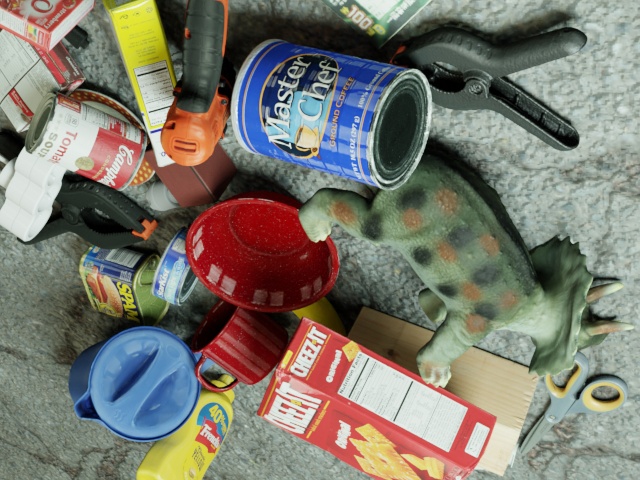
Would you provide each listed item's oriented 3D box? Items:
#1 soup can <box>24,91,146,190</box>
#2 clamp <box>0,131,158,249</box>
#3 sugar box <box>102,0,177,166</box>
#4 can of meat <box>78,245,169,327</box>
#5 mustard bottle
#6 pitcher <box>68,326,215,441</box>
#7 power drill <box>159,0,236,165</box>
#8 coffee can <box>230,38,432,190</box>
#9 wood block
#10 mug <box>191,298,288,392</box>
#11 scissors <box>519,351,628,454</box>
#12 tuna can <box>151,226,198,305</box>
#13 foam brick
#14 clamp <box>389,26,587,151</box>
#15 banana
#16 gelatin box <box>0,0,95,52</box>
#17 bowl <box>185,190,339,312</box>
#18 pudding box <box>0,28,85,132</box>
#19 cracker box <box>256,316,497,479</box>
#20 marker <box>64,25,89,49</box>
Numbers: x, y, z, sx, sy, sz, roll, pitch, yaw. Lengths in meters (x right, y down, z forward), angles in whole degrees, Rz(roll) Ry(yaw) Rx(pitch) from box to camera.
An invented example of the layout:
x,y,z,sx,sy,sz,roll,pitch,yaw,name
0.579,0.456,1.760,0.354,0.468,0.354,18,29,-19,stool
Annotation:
x,y,z,sx,sy,sz,roll,pitch,yaw,name
-0.234,-0.100,1.068,0.102,0.068,0.069,23,147,-29,soup can
-0.289,-0.032,1.257,0.210,0.036,0.165,21,137,13,clamp
-0.160,-0.166,0.994,0.048,0.093,0.176,-19,134,-4,sugar box
-0.239,0.053,1.303,0.084,0.057,0.102,16,139,20,can of meat
-0.159,0.246,1.349,0.058,0.191,0.096,5,135,27,mustard bottle
-0.235,0.175,1.344,0.149,0.145,0.243,25,166,-18,pitcher
-0.092,-0.178,0.910,0.057,0.184,0.188,8,120,-2,power drill
0.009,-0.109,0.909,0.140,0.102,0.103,18,140,29,coffee can
0.122,0.163,1.166,0.206,0.090,0.090,20,140,13,wood block
-0.098,0.125,1.250,0.081,0.117,0.093,39,168,-18,mug
0.274,0.190,1.160,0.096,0.016,0.202,16,139,16,scissors
-0.156,0.029,1.203,0.034,0.086,0.086,24,140,5,tuna can
-0.133,-0.081,1.098,0.051,0.053,0.078,-10,125,38,foam brick
0.140,-0.142,0.874,0.171,0.039,0.120,19,138,14,clamp
-0.038,0.063,1.201,0.197,0.037,0.070,34,138,-6,banana
-0.261,-0.225,0.997,0.073,0.089,0.030,29,140,2,gelatin box
-0.057,0.001,1.118,0.162,0.055,0.162,5,133,5,bowl
-0.302,-0.174,1.101,0.114,0.039,0.090,-30,95,45,pudding box
0.049,0.180,1.079,0.214,0.072,0.164,27,153,3,cracker box
-0.279,-0.232,1.055,0.121,0.020,0.020,39,140,-11,marker
